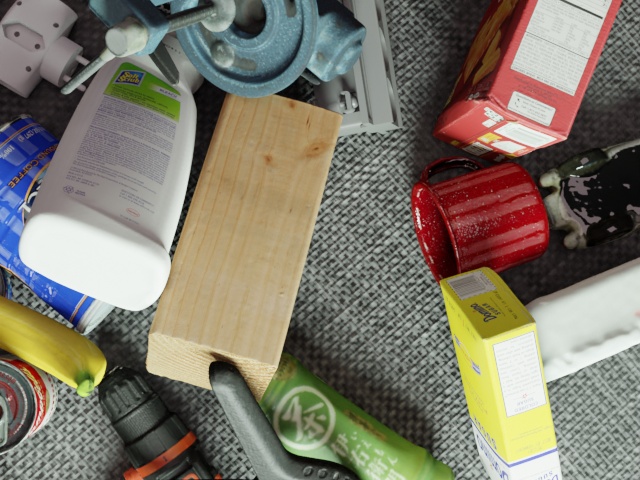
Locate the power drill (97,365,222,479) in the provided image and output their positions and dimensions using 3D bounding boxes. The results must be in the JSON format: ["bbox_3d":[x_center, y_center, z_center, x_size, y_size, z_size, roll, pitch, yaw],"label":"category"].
[{"bbox_3d":[-0.166,0.215,0.818,0.187,0.057,0.184,-35,90,-5],"label":"power drill"}]

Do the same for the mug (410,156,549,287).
[{"bbox_3d":[0.122,-0.022,0.846,0.081,0.093,0.117,-18,52,-10],"label":"mug"}]

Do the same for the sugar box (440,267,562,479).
[{"bbox_3d":[0.136,0.116,0.794,0.048,0.093,0.176,-16,117,-6],"label":"sugar box"}]

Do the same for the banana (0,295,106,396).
[{"bbox_3d":[-0.227,0.063,0.777,0.198,0.069,0.037,22,81,19],"label":"banana"}]

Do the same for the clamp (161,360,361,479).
[{"bbox_3d":[-0.044,0.185,0.774,0.209,0.036,0.165,36,120,-21],"label":"clamp"}]

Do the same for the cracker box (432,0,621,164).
[{"bbox_3d":[0.168,-0.174,0.812,0.072,0.164,0.213,23,86,-5],"label":"cracker box"}]

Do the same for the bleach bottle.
[{"bbox_3d":[-0.131,-0.073,0.777,0.102,0.068,0.250,23,46,-11],"label":"bleach bottle"}]

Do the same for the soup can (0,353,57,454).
[{"bbox_3d":[-0.237,0.120,0.796,0.068,0.102,0.068,0,87,-5],"label":"soup can"}]

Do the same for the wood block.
[{"bbox_3d":[-0.056,0.001,0.788,0.090,0.091,0.206,16,65,-3],"label":"wood block"}]

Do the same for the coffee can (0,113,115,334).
[{"bbox_3d":[-0.199,-0.012,0.805,0.140,0.103,0.103,40,85,-1],"label":"coffee can"}]
